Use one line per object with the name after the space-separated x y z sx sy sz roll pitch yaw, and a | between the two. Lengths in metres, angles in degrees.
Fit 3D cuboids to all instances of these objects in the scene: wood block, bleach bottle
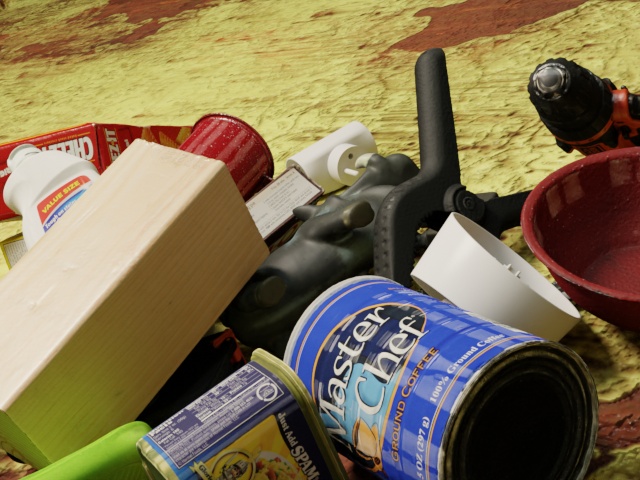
-0.137 0.041 0.686 0.090 0.091 0.205 17 56 36 | wood block
-0.187 0.006 0.836 0.102 0.068 0.251 -31 53 -20 | bleach bottle

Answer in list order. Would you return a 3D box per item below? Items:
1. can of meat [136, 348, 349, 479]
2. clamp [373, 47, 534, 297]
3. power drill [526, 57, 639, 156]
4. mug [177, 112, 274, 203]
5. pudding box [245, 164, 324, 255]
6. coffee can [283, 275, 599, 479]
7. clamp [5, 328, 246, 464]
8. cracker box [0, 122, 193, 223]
-0.039 0.123 0.563 0.083 0.102 0.058 -34 28 -21 | can of meat
0.089 -0.030 0.745 0.209 0.164 0.036 -49 6 -32 | clamp
0.250 -0.098 0.745 0.188 0.057 0.184 -2 -6 27 | power drill
-0.092 -0.054 0.998 0.117 0.093 0.081 27 47 10 | mug
-0.056 0.001 0.844 0.113 0.039 0.090 -44 -6 -38 | pudding box
0.059 0.083 0.563 0.102 0.103 0.141 -33 27 -23 | coffee can
-0.117 0.121 0.706 0.171 0.039 0.120 -32 38 -16 | clamp
-0.228 -0.067 1.043 0.164 0.072 0.213 -12 0 19 | cracker box
